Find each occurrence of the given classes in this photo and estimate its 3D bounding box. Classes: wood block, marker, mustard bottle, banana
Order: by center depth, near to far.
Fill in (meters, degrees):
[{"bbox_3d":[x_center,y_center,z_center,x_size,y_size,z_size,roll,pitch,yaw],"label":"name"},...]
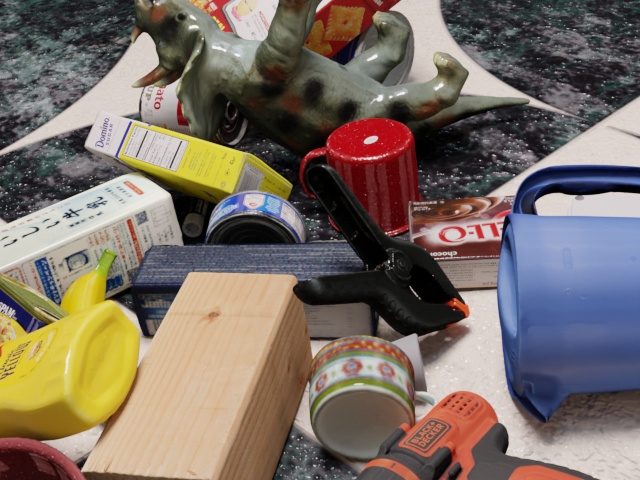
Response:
[{"bbox_3d":[-0.216,0.106,0.728,0.192,0.058,0.096,-21,32,27],"label":"mustard bottle"},{"bbox_3d":[-0.076,0.118,0.743,0.091,0.090,0.206,1,35,16],"label":"wood block"},{"bbox_3d":[-0.175,0.084,0.846,0.070,0.037,0.198,-51,39,18],"label":"banana"},{"bbox_3d":[-0.118,-0.044,1.057,0.020,0.020,0.121,-4,34,7],"label":"marker"}]

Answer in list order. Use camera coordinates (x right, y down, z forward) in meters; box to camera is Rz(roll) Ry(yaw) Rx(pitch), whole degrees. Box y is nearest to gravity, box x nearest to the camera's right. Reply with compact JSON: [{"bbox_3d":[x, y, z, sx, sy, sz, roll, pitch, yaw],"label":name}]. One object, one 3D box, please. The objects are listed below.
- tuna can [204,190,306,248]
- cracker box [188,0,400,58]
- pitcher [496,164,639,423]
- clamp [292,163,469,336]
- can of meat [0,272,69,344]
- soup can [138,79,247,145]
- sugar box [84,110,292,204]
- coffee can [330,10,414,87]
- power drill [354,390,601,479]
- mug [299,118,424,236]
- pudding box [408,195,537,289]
[{"bbox_3d":[-0.056,0.001,0.917,0.086,0.086,0.033,-3,36,8],"label":"tuna can"},{"bbox_3d":[-0.025,-0.266,1.153,0.214,0.072,0.164,-38,51,3],"label":"cracker box"},{"bbox_3d":[0.248,0.033,0.756,0.243,0.149,0.145,-2,23,4],"label":"pitcher"},{"bbox_3d":[0.045,0.015,0.811,0.039,0.171,0.120,-23,54,40],"label":"clamp"},{"bbox_3d":[-0.237,0.084,0.829,0.102,0.057,0.084,28,85,43],"label":"can of meat"},{"bbox_3d":[-0.138,-0.142,1.165,0.102,0.068,0.068,9,37,25],"label":"soup can"},{"bbox_3d":[-0.124,-0.068,0.994,0.176,0.093,0.048,15,81,29],"label":"sugar box"},{"bbox_3d":[0.021,-0.220,1.213,0.141,0.103,0.102,21,43,37],"label":"coffee can"},{"bbox_3d":[0.109,0.171,0.641,0.188,0.057,0.184,18,36,32],"label":"power drill"},{"bbox_3d":[0.037,-0.061,0.991,0.117,0.081,0.093,4,35,18],"label":"mug"},{"bbox_3d":[0.133,0.001,0.915,0.113,0.039,0.090,-5,34,6],"label":"pudding box"}]
